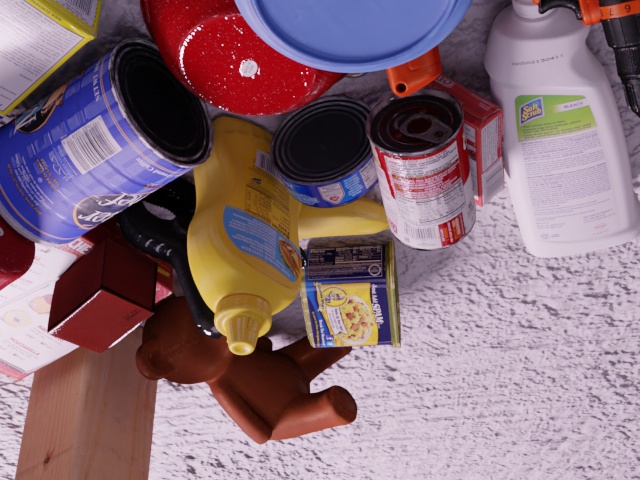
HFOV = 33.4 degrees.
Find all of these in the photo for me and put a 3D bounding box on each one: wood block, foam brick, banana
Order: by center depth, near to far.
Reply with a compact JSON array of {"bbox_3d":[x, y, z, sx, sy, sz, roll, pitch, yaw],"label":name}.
[{"bbox_3d":[-0.174,0.046,0.856,0.052,0.051,0.078,29,130,-34],"label":"foam brick"},{"bbox_3d":[-0.026,-0.009,0.912,0.198,0.037,0.069,-7,139,7],"label":"banana"},{"bbox_3d":[-0.218,0.176,1.001,0.091,0.206,0.090,-29,133,30],"label":"wood block"}]

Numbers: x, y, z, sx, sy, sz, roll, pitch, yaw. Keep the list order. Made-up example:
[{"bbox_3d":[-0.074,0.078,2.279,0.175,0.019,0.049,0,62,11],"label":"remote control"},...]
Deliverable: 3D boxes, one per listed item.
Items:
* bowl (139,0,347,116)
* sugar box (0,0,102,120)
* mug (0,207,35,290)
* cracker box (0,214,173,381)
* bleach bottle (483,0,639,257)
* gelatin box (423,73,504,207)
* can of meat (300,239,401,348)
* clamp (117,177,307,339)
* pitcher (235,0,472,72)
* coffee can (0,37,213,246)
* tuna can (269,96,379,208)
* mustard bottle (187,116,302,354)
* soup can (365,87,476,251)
[{"bbox_3d":[-0.046,-0.135,0.717,0.162,0.055,0.162,4,142,3],"label":"bowl"},{"bbox_3d":[-0.244,-0.134,0.750,0.177,0.048,0.093,-28,134,34],"label":"sugar box"},{"bbox_3d":[-0.271,-0.003,0.784,0.082,0.117,0.093,-30,176,22],"label":"mug"},{"bbox_3d":[-0.257,0.027,0.925,0.214,0.072,0.164,-30,133,29],"label":"cracker box"},{"bbox_3d":[0.182,-0.093,0.797,0.102,0.068,0.251,-13,137,9],"label":"bleach bottle"},{"bbox_3d":[0.103,-0.078,0.805,0.030,0.073,0.089,-39,144,-21],"label":"gelatin box"},{"bbox_3d":[0.028,0.051,0.964,0.084,0.057,0.102,-3,130,6],"label":"can of meat"},{"bbox_3d":[-0.096,-0.005,0.862,0.120,0.171,0.039,-26,155,-42],"label":"clamp"},{"bbox_3d":[0.006,-0.193,0.526,0.145,0.243,0.149,7,139,-7],"label":"pitcher"},{"bbox_3d":[-0.164,-0.070,0.783,0.140,0.103,0.102,-27,134,28],"label":"coffee can"},{"bbox_3d":[0.007,-0.067,0.805,0.086,0.086,0.033,-12,141,13],"label":"tuna can"},{"bbox_3d":[-0.056,0.001,0.802,0.058,0.191,0.096,-30,133,31],"label":"mustard bottle"},{"bbox_3d":[0.074,-0.049,0.768,0.068,0.068,0.102,-8,136,9],"label":"soup can"}]
